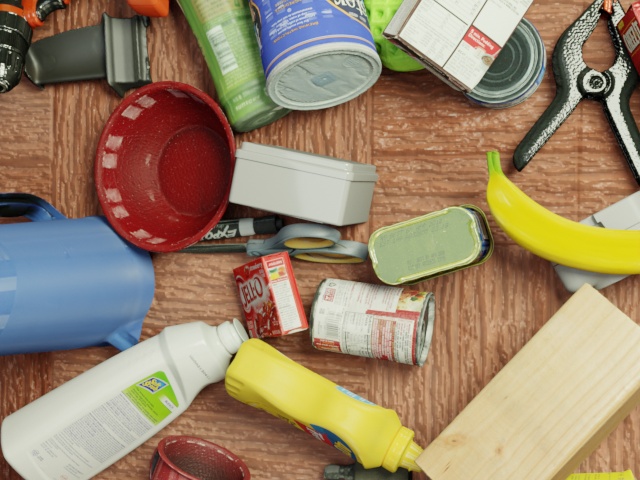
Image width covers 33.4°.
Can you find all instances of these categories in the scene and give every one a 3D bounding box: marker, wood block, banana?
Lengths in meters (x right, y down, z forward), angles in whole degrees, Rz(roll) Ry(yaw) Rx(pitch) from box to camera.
[{"bbox_3d":[-0.094,-0.011,1.036,0.121,0.020,0.020,-6,89,15],"label":"marker"},{"bbox_3d":[0.189,0.147,0.896,0.206,0.090,0.090,-46,66,-1],"label":"wood block"},{"bbox_3d":[0.217,-0.010,0.885,0.198,0.037,0.070,23,97,14],"label":"banana"}]

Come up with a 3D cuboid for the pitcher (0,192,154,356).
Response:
[{"bbox_3d":[-0.273,0.035,0.970,0.149,0.242,0.145,9,94,22],"label":"pitcher"}]

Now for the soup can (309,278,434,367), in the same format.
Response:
[{"bbox_3d":[0.048,0.074,0.973,0.102,0.068,0.068,8,92,15],"label":"soup can"}]

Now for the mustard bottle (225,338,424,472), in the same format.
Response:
[{"bbox_3d":[0.009,0.157,0.969,0.192,0.096,0.058,26,75,13],"label":"mustard bottle"}]

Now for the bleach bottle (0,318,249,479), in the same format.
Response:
[{"bbox_3d":[-0.178,0.153,1.030,0.251,0.102,0.068,-30,39,7],"label":"bleach bottle"}]

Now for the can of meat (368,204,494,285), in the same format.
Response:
[{"bbox_3d":[0.098,0.004,0.950,0.102,0.083,0.057,-18,86,14],"label":"can of meat"}]

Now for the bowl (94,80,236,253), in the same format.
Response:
[{"bbox_3d":[-0.136,-0.069,1.019,0.162,0.055,0.162,-1,89,28],"label":"bowl"}]

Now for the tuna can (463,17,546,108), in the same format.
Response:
[{"bbox_3d":[0.159,-0.163,0.959,0.086,0.033,0.086,0,90,15],"label":"tuna can"}]

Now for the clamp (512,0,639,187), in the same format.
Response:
[{"bbox_3d":[0.248,-0.127,0.933,0.120,0.039,0.171,17,92,2],"label":"clamp"}]

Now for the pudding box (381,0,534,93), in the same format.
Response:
[{"bbox_3d":[0.120,-0.196,0.908,0.090,0.039,0.113,32,92,-20],"label":"pudding box"}]

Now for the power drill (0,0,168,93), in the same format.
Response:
[{"bbox_3d":[-0.241,-0.233,1.025,0.188,0.057,0.184,-11,60,11],"label":"power drill"}]

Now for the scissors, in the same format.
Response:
[{"bbox_3d":[-0.057,0.001,0.993,0.202,0.096,0.016,3,73,12],"label":"scissors"}]

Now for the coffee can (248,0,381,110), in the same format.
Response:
[{"bbox_3d":[-0.011,-0.202,0.952,0.103,0.102,0.140,-18,69,14],"label":"coffee can"}]

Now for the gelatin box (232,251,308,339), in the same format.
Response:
[{"bbox_3d":[-0.049,0.053,0.991,0.030,0.089,0.073,-14,88,-24],"label":"gelatin box"}]

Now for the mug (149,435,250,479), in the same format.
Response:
[{"bbox_3d":[-0.131,0.238,1.018,0.117,0.093,0.081,32,105,44],"label":"mug"}]
